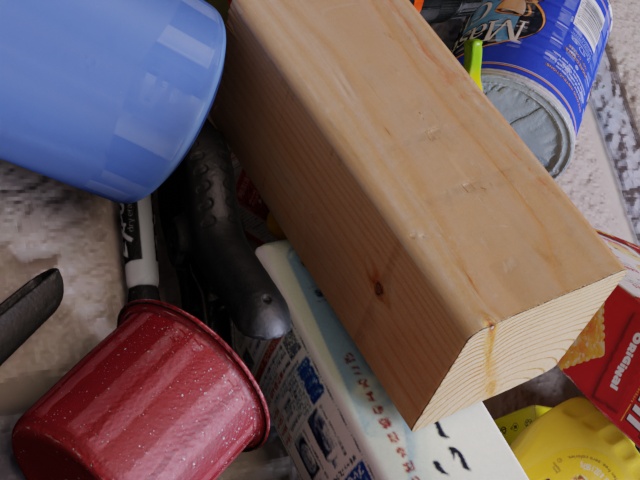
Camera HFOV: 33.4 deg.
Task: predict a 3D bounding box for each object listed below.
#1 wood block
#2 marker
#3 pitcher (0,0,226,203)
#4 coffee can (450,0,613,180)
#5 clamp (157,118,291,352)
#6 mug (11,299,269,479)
[{"bbox_3d":[0.036,-0.027,0.516,0.090,0.091,0.206,-19,61,-26],"label":"wood block"},{"bbox_3d":[-0.096,-0.005,0.562,0.020,0.020,0.121,7,66,-36],"label":"marker"},{"bbox_3d":[-0.173,-0.099,0.474,0.242,0.149,0.145,25,44,-27],"label":"pitcher"},{"bbox_3d":[0.139,-0.117,0.743,0.102,0.103,0.140,40,50,-17],"label":"coffee can"},{"bbox_3d":[-0.053,0.001,0.532,0.039,0.120,0.171,-4,68,-29],"label":"clamp"},{"bbox_3d":[-0.081,0.097,0.490,0.081,0.093,0.117,-45,136,-37],"label":"mug"}]
